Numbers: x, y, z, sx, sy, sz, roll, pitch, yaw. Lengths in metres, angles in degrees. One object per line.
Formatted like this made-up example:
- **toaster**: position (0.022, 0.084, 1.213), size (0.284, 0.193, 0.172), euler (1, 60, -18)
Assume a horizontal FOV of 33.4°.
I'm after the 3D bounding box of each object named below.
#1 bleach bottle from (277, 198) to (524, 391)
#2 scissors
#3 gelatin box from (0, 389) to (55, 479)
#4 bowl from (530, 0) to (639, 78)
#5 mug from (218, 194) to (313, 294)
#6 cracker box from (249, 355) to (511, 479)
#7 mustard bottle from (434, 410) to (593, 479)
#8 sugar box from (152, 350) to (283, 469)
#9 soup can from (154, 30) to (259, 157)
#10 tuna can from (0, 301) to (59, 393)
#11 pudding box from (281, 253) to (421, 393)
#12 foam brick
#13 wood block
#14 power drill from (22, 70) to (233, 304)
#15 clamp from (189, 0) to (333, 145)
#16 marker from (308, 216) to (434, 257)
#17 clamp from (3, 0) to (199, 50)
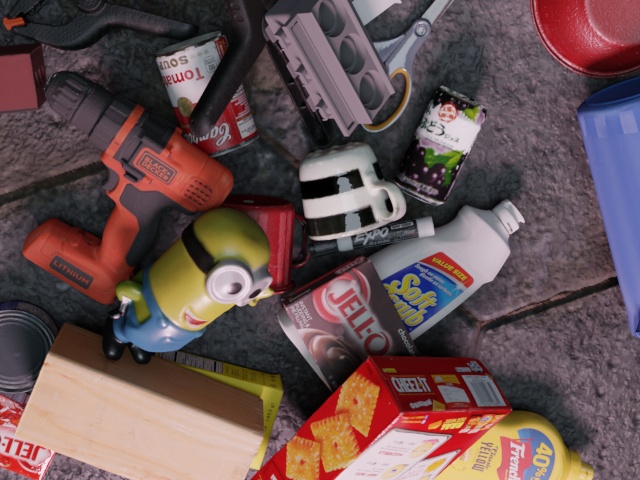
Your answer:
- **bleach bottle**: position (0.086, 0.039, 1.049), size (0.251, 0.068, 0.102), euler (-37, 106, 2)
- **scissors**: position (0.073, -0.200, 1.006), size (0.096, 0.016, 0.202), euler (23, 101, -11)
- **gelatin box**: position (-0.303, 0.191, 1.065), size (0.089, 0.030, 0.073), euler (26, 101, -12)
- **bowl**: position (0.282, -0.230, 0.999), size (0.162, 0.055, 0.162), euler (-1, 105, -6)
- **mug**: position (-0.057, 0.001, 1.015), size (0.117, 0.093, 0.081), euler (-3, 102, -32)
- **cracker box**: position (0.051, 0.196, 1.010), size (0.163, 0.072, 0.214), euler (6, 135, -44)
- **mustard bottle**: position (0.194, 0.222, 1.111), size (0.191, 0.058, 0.096), euler (15, 103, -10)
- **sugar box**: position (-0.134, 0.162, 1.067), size (0.176, 0.048, 0.093), euler (14, 104, -11)
- **soup can**: position (-0.104, -0.133, 0.978), size (0.068, 0.068, 0.102), euler (-18, 107, -1)
- **tuna can**: position (-0.298, 0.103, 1.040), size (0.086, 0.034, 0.086), euler (-1, 105, -6)
- **pudding box**: position (0.028, 0.082, 0.996), size (0.090, 0.039, 0.113), euler (-29, 106, -3)
- **foam brick**: position (-0.275, -0.144, 0.953), size (0.051, 0.078, 0.053), euler (-7, 108, -5)
- **wood block**: position (-0.164, 0.164, 0.995), size (0.206, 0.091, 0.090), euler (23, 102, -8)
- **power drill**: position (-0.197, -0.043, 0.968), size (0.184, 0.057, 0.188), euler (34, 122, -10)
- **clamp**: position (-0.055, -0.184, 0.952), size (0.164, 0.036, 0.210), euler (-11, 101, -45)
- **marker**: position (0.048, -0.003, 1.021), size (0.121, 0.020, 0.020), euler (-11, 106, 3)
- **clamp**: position (-0.196, -0.210, 0.960), size (0.171, 0.039, 0.120), euler (-26, 89, 6)
